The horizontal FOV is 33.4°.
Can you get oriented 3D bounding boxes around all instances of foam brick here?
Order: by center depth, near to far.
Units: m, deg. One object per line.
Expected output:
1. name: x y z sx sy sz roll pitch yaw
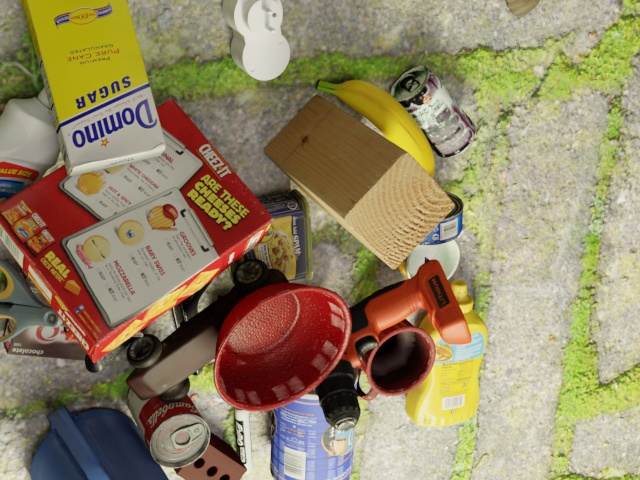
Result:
1. foam brick: -0.136 0.261 1.267 0.053 0.051 0.078 -49 124 1

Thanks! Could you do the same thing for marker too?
1. marker: -0.094 0.229 1.292 0.020 0.020 0.121 -12 117 -21

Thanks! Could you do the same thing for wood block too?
1. wood block: 0.035 -0.066 1.105 0.091 0.206 0.090 -47 124 0

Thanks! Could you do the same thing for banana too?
1. banana: 0.082 -0.121 1.190 0.197 0.070 0.037 43 71 -33

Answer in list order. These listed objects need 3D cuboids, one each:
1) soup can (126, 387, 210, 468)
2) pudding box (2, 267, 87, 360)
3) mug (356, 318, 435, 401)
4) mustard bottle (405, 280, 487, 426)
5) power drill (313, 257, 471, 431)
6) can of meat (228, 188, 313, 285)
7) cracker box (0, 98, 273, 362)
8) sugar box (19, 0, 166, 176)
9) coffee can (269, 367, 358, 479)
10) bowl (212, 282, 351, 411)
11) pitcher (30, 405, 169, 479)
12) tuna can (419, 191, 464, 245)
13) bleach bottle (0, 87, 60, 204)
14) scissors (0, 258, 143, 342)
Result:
1. soup can: -0.171 0.197 1.190 0.068 0.102 0.068 -10 117 -22
2. pudding box: -0.269 0.078 1.124 0.113 0.039 0.090 10 107 -30
3. mug: 0.074 0.139 1.294 0.093 0.082 0.117 21 102 -32
4. mustard bottle: 0.164 0.140 1.352 0.096 0.058 0.192 -5 115 -23
5. power drill: 0.069 0.110 1.198 0.187 0.184 0.057 -20 141 3
6. can of meat: -0.058 0.002 1.182 0.083 0.057 0.102 -12 118 -19
7. cracker box: -0.180 -0.012 1.031 0.213 0.072 0.164 -37 81 -24
8. sugar box: -0.211 -0.156 0.993 0.093 0.048 0.176 -16 86 -19
9. coffee can: -0.009 0.216 1.277 0.102 0.103 0.140 -9 116 -22
10. bowl: -0.049 0.100 1.117 0.161 0.055 0.162 -19 132 -22
11. pitcher: -0.212 0.285 1.126 0.149 0.243 0.145 14 103 -37
12. tuna can: 0.123 -0.027 1.239 0.086 0.086 0.034 -13 119 -20
13. bleach bottle: -0.332 -0.050 1.015 0.251 0.068 0.102 -50 144 0
14. scissors: -0.273 0.058 1.057 0.202 0.016 0.096 -7 94 18
